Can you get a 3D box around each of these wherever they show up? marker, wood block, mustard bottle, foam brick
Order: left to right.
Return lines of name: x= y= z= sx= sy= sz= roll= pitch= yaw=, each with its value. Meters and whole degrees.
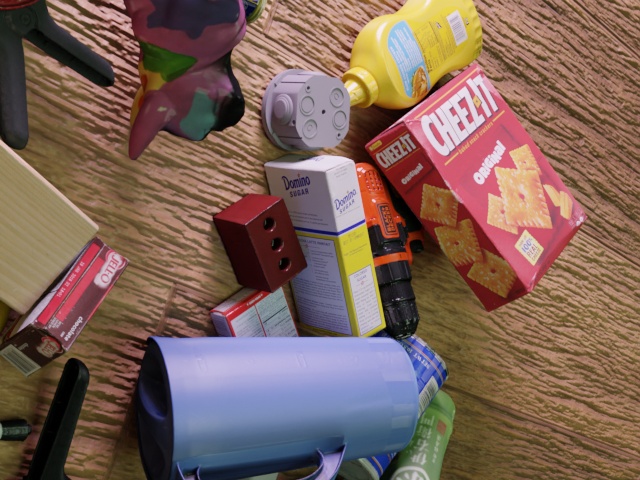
wood block: x=-0.267 y=-0.045 z=0.760 sx=0.091 sy=0.090 sz=0.206 roll=-50 pitch=139 yaw=-8
marker: x=-0.289 y=0.155 z=0.858 sx=0.120 sy=0.020 sz=0.020 roll=6 pitch=93 yaw=-42
foam brick: x=-0.057 y=0.001 z=1.013 sx=0.052 sy=0.051 sz=0.078 roll=-37 pitch=119 yaw=-31
mustard bottle: x=0.086 y=-0.190 z=1.100 sx=0.191 sy=0.058 sz=0.096 roll=-39 pitch=119 yaw=-30

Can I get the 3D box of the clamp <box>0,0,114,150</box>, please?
clamp: x=-0.231 y=-0.169 z=0.839 sx=0.120 sy=0.039 sz=0.171 roll=-40 pitch=117 yaw=-49

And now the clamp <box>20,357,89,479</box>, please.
clamp: x=-0.237 y=0.206 z=0.885 sx=0.164 sy=0.036 sz=0.210 roll=-32 pitch=124 yaw=-23

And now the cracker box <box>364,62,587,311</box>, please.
cracker box: x=0.169 y=-0.059 z=1.112 sx=0.213 sy=0.072 sz=0.163 roll=54 pitch=46 yaw=-4

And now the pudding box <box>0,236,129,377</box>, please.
pudding box: x=-0.205 y=0.054 z=0.842 sx=0.039 sy=0.114 sz=0.090 roll=41 pitch=58 yaw=-16

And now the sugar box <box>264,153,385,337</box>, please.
sugar box: x=0.005 y=0.005 z=1.040 sx=0.048 sy=0.094 sz=0.176 roll=-24 pitch=113 yaw=-38

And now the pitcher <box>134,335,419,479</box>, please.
pitcher: x=-0.036 y=0.154 z=0.949 sx=0.242 sy=0.145 sz=0.149 roll=-1 pitch=87 yaw=-22

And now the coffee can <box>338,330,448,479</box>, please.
coffee can: x=0.053 y=0.167 z=1.102 sx=0.140 sy=0.103 sz=0.102 roll=-52 pitch=126 yaw=-22

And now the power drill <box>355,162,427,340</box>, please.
power drill: x=0.109 y=0.005 z=1.120 sx=0.187 sy=0.057 sz=0.184 roll=-6 pitch=77 yaw=-44

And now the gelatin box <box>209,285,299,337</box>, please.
gelatin box: x=-0.061 y=0.090 z=1.040 sx=0.073 sy=0.030 sz=0.089 roll=-34 pitch=118 yaw=-34
